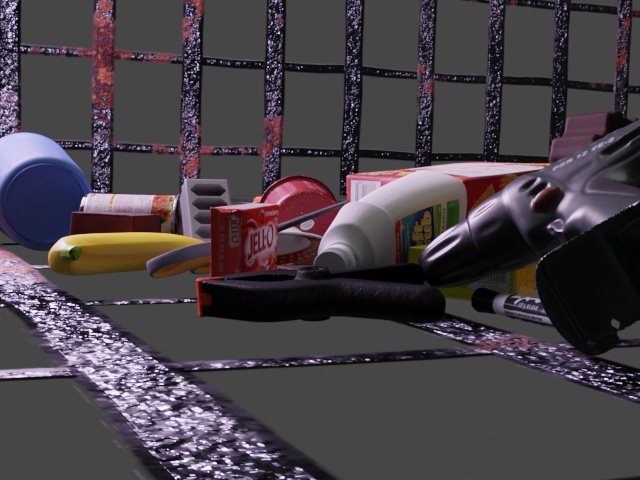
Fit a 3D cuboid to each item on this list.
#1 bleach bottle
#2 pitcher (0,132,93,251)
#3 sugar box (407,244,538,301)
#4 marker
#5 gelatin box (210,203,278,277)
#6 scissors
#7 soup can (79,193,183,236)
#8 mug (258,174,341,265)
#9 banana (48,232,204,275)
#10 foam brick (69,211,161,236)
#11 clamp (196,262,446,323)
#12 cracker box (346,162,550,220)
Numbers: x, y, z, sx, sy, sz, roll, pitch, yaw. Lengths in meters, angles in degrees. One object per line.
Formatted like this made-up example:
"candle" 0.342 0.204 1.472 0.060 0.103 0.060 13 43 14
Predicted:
"bleach bottle" 0.057 0.005 0.914 0.068 0.102 0.250 14 17 21
"pitcher" -0.352 -0.058 1.273 0.149 0.145 0.243 -32 17 -14
"sugar box" 0.148 0.023 0.929 0.093 0.048 0.176 4 6 24
"marker" 0.148 0.049 0.756 0.020 0.020 0.121 -1 5 -30
"gelatin box" -0.059 0.008 0.850 0.030 0.073 0.089 3 5 15
"scissors" -0.056 0.001 0.942 0.202 0.016 0.096 -16 -11 16
"soup can" -0.202 -0.016 1.148 0.102 0.068 0.068 1 5 1
"mug" -0.010 -0.012 1.140 0.117 0.093 0.081 38 2 -12
"banana" -0.186 0.014 0.982 0.070 0.037 0.197 10 8 29
"foam brick" -0.206 -0.002 1.074 0.078 0.051 0.052 3 4 23
"clamp" 0.002 0.036 0.750 0.171 0.039 0.120 2 2 7
"cracker box" 0.160 -0.044 1.145 0.213 0.072 0.164 -9 10 -42
